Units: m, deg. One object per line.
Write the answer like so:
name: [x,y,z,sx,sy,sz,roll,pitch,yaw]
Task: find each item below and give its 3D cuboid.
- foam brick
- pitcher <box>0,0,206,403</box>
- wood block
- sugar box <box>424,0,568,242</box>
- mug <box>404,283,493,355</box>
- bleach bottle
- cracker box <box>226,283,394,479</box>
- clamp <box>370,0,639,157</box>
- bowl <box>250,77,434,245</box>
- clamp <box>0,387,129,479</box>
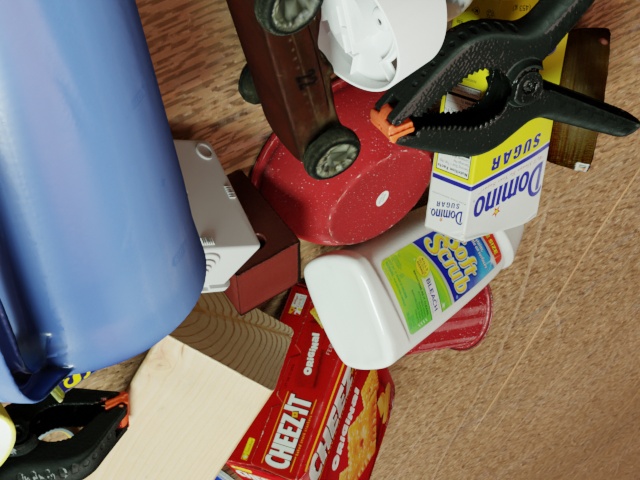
foam brick: [-0.055,0.001,0.735,0.053,0.078,0.051,-30,149,-19]
pitcher: [-0.134,-0.056,0.472,0.144,0.149,0.243,-29,137,-24]
wood block: [-0.114,0.142,0.816,0.206,0.091,0.090,-58,-174,26]
sugar box: [0.129,-0.093,0.772,0.093,0.048,0.176,-16,118,-40]
mug: [0.089,0.062,0.984,0.081,0.093,0.117,-5,173,-38]
bleach bottle: [0.098,0.008,0.896,0.068,0.102,0.250,-9,-162,46]
cracker box: [0.002,0.159,0.944,0.213,0.072,0.164,67,39,-60]
clamp: [0.134,-0.103,0.707,0.210,0.036,0.164,-28,130,-10]
bowl: [0.029,-0.048,0.782,0.162,0.055,0.162,-28,149,-18]
clamp: [-0.203,0.147,0.703,0.171,0.120,0.039,-13,139,-20]
